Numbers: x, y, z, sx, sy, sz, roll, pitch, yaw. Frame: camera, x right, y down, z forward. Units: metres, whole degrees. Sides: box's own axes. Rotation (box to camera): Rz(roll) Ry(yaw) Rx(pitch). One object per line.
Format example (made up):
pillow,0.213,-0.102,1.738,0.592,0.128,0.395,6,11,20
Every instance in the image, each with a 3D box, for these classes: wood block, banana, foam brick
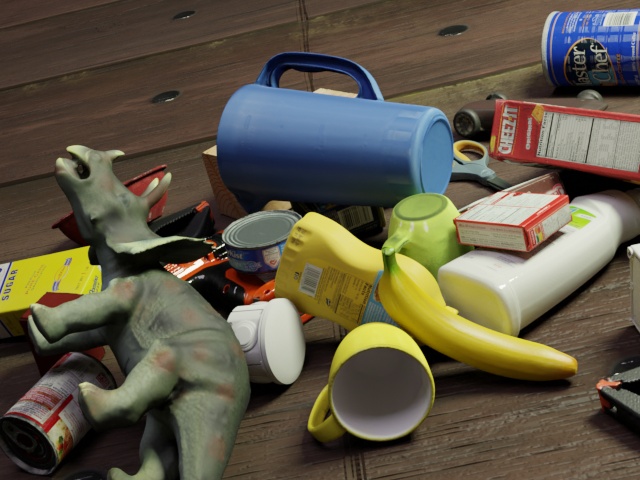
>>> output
wood block,-0.037,-0.111,1.370,0.205,0.091,0.090,-33,32,-31
banana,0.125,0.079,0.933,0.198,0.070,0.037,30,58,-1
foam brick,-0.266,0.100,1.104,0.053,0.078,0.051,2,31,24

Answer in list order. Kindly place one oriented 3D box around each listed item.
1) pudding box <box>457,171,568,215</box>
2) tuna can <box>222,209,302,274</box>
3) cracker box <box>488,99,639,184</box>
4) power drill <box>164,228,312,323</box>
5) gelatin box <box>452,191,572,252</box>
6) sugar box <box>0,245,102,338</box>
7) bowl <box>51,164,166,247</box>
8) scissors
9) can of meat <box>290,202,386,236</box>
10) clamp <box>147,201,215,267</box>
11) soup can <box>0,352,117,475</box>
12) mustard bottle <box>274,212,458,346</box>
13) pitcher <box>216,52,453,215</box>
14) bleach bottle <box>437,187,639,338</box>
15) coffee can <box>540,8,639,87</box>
pudding box,0.193,-0.031,1.134,0.113,0.039,0.090,-21,-3,-16
tuna can,-0.057,0.001,1.112,0.086,0.034,0.086,-10,25,5
cracker box,0.314,-0.098,1.139,0.214,0.072,0.163,14,8,43
power drill,-0.067,0.034,1.159,0.184,0.057,0.188,-34,32,-32
gelatin box,0.184,-0.019,1.027,0.073,0.030,0.089,-30,24,-36
sugar box,-0.320,0.060,1.202,0.176,0.048,0.093,-9,38,21
bowl,-0.250,-0.033,1.326,0.162,0.055,0.162,-29,3,2
scissors,0.180,-0.073,1.280,0.096,0.016,0.202,-16,28,0
can of meat,0.018,-0.039,1.250,0.084,0.057,0.102,-22,29,-11
clamp,-0.210,0.018,1.271,0.165,0.036,0.209,8,39,35
soup can,-0.244,0.159,0.995,0.069,0.068,0.102,2,31,27
mustard bottle,0.054,0.053,1.006,0.192,0.096,0.058,25,30,15
pitcher,0.018,-0.110,1.171,0.243,0.149,0.144,8,41,28
bleach bottle,0.239,0.010,1.050,0.250,0.068,0.103,-27,28,-26
coffee can,0.380,-0.258,1.433,0.141,0.103,0.102,5,33,31
